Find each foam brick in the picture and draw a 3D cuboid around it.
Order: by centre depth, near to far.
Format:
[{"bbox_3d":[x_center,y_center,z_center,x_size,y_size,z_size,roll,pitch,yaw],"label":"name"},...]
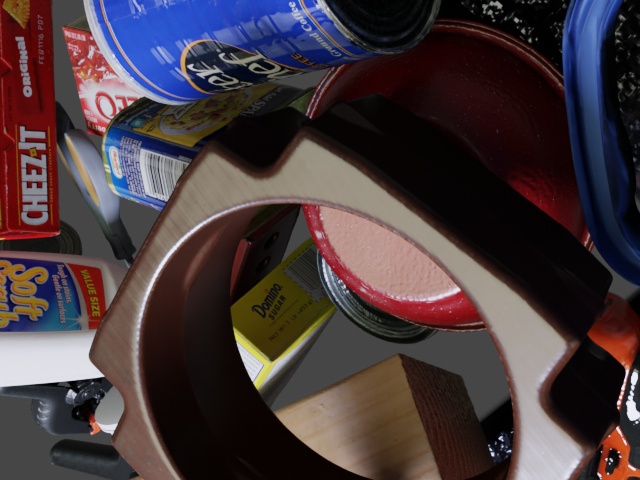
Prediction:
[{"bbox_3d":[-0.054,0.001,0.649,0.051,0.052,0.078,36,137,14],"label":"foam brick"}]

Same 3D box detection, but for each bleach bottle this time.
[{"bbox_3d":[-0.180,0.046,0.700,0.251,0.102,0.068,-4,136,5],"label":"bleach bottle"}]

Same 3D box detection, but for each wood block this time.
[{"bbox_3d":[-0.010,0.152,0.614,0.206,0.090,0.090,-28,64,21],"label":"wood block"}]

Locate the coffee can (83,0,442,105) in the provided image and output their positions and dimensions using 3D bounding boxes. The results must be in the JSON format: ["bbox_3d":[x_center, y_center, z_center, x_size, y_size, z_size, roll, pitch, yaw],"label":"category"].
[{"bbox_3d":[-0.028,-0.125,0.498,0.141,0.102,0.103,-5,116,42],"label":"coffee can"}]

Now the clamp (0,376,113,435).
[{"bbox_3d":[-0.178,0.095,0.802,0.039,0.120,0.171,52,167,21],"label":"clamp"}]

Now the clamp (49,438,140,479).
[{"bbox_3d":[-0.143,0.189,0.871,0.164,0.036,0.210,41,135,8],"label":"clamp"}]

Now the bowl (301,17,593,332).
[{"bbox_3d":[0.050,-0.022,0.511,0.162,0.055,0.162,9,111,23],"label":"bowl"}]

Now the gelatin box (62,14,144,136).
[{"bbox_3d":[-0.108,-0.093,0.641,0.089,0.030,0.073,17,130,31],"label":"gelatin box"}]

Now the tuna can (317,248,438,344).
[{"bbox_3d":[0.041,0.015,0.594,0.086,0.033,0.086,22,131,27],"label":"tuna can"}]

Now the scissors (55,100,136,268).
[{"bbox_3d":[-0.133,-0.002,0.718,0.201,0.016,0.096,64,163,-15],"label":"scissors"}]

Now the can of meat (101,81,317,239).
[{"bbox_3d":[-0.055,-0.051,0.576,0.084,0.101,0.057,19,130,31],"label":"can of meat"}]

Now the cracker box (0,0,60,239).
[{"bbox_3d":[-0.263,-0.081,0.711,0.214,0.071,0.164,0,93,40],"label":"cracker box"}]

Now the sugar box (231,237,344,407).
[{"bbox_3d":[-0.047,0.082,0.672,0.048,0.093,0.176,43,137,7],"label":"sugar box"}]
